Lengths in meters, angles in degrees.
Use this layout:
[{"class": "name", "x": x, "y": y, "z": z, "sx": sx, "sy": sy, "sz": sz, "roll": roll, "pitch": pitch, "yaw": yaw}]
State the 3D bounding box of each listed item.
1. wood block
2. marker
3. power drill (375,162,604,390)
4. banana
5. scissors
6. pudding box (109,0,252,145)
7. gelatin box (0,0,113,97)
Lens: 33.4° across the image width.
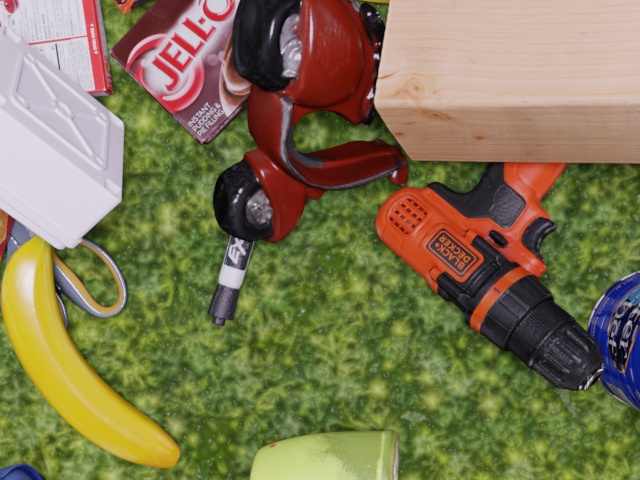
[{"class": "wood block", "x": 0.148, "y": -0.103, "z": 0.651, "sx": 0.206, "sy": 0.090, "sz": 0.091, "roll": 2, "pitch": 71, "yaw": 22}, {"class": "marker", "x": -0.055, "y": 0.001, "z": 0.745, "sx": 0.020, "sy": 0.020, "sz": 0.121, "roll": 16, "pitch": 91, "yaw": -1}, {"class": "power drill", "x": 0.155, "y": -0.018, "z": 0.700, "sx": 0.187, "sy": 0.057, "sz": 0.185, "roll": -46, "pitch": 66, "yaw": -3}, {"class": "banana", "x": -0.165, "y": 0.081, "z": 0.724, "sx": 0.069, "sy": 0.037, "sz": 0.198, "roll": -22, "pitch": 103, "yaw": 6}, {"class": "scissors", "x": -0.226, "y": -0.004, "z": 0.746, "sx": 0.202, "sy": 0.016, "sz": 0.096, "roll": 39, "pitch": 91, "yaw": -1}, {"class": "pudding box", "x": -0.073, "y": -0.135, "z": 0.733, "sx": 0.090, "sy": 0.039, "sz": 0.113, "roll": 44, "pitch": 90, "yaw": 0}, {"class": "gelatin box", "x": -0.193, "y": -0.132, "z": 0.737, "sx": 0.089, "sy": 0.030, "sz": 0.073, "roll": -8, "pitch": 92, "yaw": 0}]
